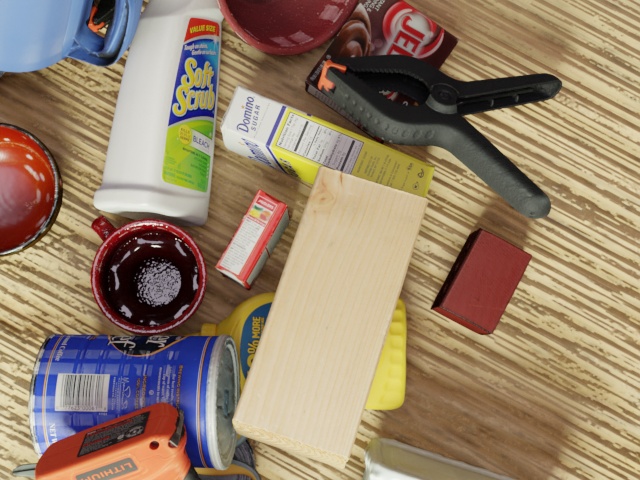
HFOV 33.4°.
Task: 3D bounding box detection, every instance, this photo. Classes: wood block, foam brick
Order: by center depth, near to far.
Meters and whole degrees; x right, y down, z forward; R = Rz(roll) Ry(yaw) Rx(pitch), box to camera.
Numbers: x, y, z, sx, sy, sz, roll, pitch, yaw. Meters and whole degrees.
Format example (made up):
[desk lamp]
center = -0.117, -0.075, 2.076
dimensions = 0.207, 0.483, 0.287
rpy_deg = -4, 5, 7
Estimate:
[wood block]
center = 0.008, 0.061, 0.829
dimensions = 0.091, 0.090, 0.206
rpy_deg = 17, 73, 4
[foam brick]
center = 0.137, 0.036, 0.910
dimensions = 0.051, 0.053, 0.078
rpy_deg = 28, 84, 2

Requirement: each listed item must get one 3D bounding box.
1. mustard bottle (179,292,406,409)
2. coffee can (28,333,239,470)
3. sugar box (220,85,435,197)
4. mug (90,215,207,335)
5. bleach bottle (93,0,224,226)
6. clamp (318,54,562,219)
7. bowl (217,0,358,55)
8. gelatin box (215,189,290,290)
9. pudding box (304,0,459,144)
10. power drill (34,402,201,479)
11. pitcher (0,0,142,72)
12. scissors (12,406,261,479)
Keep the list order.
[mustard bottle]
center = -0.025, 0.092, 0.898
dimensions = 0.191, 0.058, 0.096
rpy_deg = 2, 83, -1
[coffee can]
center = -0.139, 0.123, 0.824
dimensions = 0.140, 0.103, 0.103
rpy_deg = 0, 84, 6
[sugar box]
center = 0.005, -0.069, 0.898
dimensions = 0.176, 0.093, 0.048
rpy_deg = 20, 83, 2
[mug]
center = -0.147, 0.025, 0.890
dimensions = 0.117, 0.081, 0.093
rpy_deg = 43, 85, 3
[bleach bottle]
center = -0.127, -0.142, 0.899
dimensions = 0.068, 0.102, 0.251
rpy_deg = 2, 82, 29
[clamp]
center = 0.100, -0.098, 0.869
dimensions = 0.210, 0.036, 0.164
rpy_deg = 12, 48, -6
[bowl]
center = -0.037, -0.242, 0.910
dimensions = 0.161, 0.055, 0.162
rpy_deg = -15, 116, -33
[gelatin box]
center = -0.056, 0.001, 0.891
dimensions = 0.030, 0.089, 0.073
rpy_deg = 29, 84, 3
[pudding box]
center = 0.053, -0.154, 0.934
dimensions = 0.090, 0.039, 0.113
rpy_deg = 35, 85, 1
[power drill]
center = -0.129, 0.222, 0.767
dimensions = 0.184, 0.057, 0.187
rpy_deg = -22, 109, 4
[pitcher]
center = -0.210, -0.230, 0.795
dimensions = 0.149, 0.243, 0.145
rpy_deg = -7, 75, -24
[scissors]
center = -0.143, 0.167, 0.874
dimensions = 0.201, 0.016, 0.096
rpy_deg = 13, 82, 0
